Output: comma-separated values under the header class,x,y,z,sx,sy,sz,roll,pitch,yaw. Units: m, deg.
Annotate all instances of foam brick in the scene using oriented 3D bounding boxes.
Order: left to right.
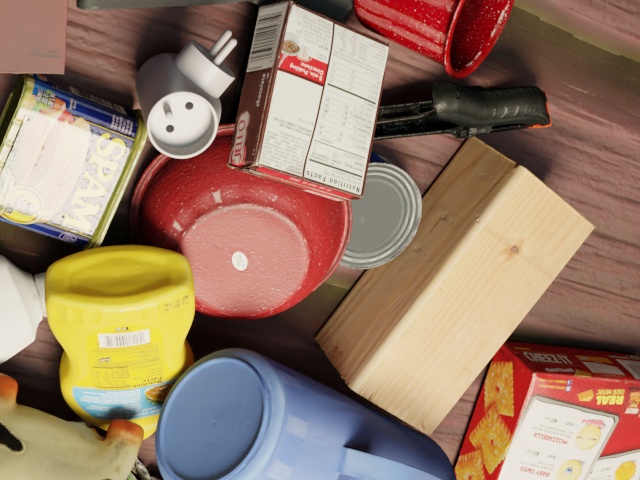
class,x,y,z,sx,sy,sz,roll,pitch,yaw
foam brick,-0.199,-0.135,0.662,0.078,0.051,0.053,-1,113,-21

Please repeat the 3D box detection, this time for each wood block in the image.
class,x,y,z,sx,sy,sz,roll,pitch,yaw
wood block,0.102,0.035,0.833,0.090,0.090,0.206,34,97,-29

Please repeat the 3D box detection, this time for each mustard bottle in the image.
class,x,y,z,sx,sy,sz,roll,pitch,yaw
mustard bottle,-0.137,0.086,0.756,0.096,0.058,0.192,-5,138,-10

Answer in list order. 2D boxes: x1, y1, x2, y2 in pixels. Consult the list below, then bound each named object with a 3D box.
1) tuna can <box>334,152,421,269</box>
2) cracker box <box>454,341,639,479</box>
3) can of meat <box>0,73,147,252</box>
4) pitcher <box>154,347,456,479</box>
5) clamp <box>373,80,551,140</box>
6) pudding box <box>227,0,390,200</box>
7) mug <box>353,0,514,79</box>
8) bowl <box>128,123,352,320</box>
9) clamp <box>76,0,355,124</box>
class,x,y,z,sx,sy,sz,roll,pitch,yaw
tuna can,0.031,-0.024,0.812,0.086,0.034,0.086,-8,115,-18
cracker box,0.209,0.202,0.960,0.164,0.072,0.214,7,110,-24
can of meat,-0.173,-0.053,0.705,0.083,0.057,0.102,20,104,-26
pitcher,0.001,0.168,0.782,0.149,0.145,0.242,-40,139,11
clamp,0.098,-0.092,0.784,0.171,0.120,0.039,-3,92,-44
pudding box,-0.006,-0.090,0.703,0.089,0.039,0.113,16,83,-36
mug,0.079,-0.163,0.734,0.093,0.082,0.117,-56,157,-10
bowl,-0.055,0.001,0.751,0.162,0.055,0.162,-2,122,-4
clamp,-0.046,-0.168,0.716,0.210,0.036,0.164,-45,121,6
